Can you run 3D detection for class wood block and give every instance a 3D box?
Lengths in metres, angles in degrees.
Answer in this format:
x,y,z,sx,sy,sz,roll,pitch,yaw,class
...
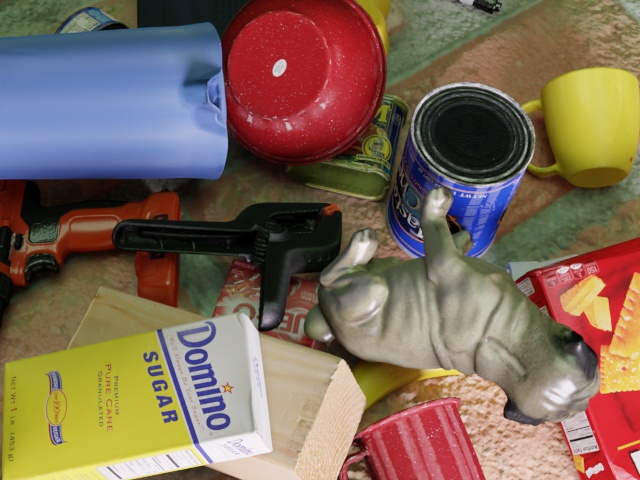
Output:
x,y,z,sx,sy,sz,roll,pitch,yaw,class
-0.082,0.114,0.797,0.206,0.090,0.090,14,66,23,wood block

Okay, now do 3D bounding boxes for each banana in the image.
x,y,z,sx,sy,sz,roll,pitch,yaw,class
0.097,0.109,0.887,0.197,0.037,0.069,-15,79,-12,banana

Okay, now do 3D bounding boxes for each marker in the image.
x,y,z,sx,sy,sz,roll,pitch,yaw,class
0.130,-0.261,1.103,0.121,0.020,0.020,23,61,7,marker

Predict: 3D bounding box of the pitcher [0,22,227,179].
x,y,z,sx,sy,sz,roll,pitch,yaw,class
-0.205,-0.110,0.891,0.242,0.149,0.145,-4,49,-17,pitcher

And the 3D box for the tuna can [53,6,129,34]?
x,y,z,sx,sy,sz,roll,pitch,yaw,class
-0.214,-0.171,0.984,0.034,0.086,0.086,35,64,15,tuna can

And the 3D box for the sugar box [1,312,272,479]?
x,y,z,sx,sy,sz,roll,pitch,yaw,class
-0.126,0.112,0.727,0.176,0.048,0.093,-15,58,7,sugar box

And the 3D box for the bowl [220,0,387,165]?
x,y,z,sx,sy,sz,roll,pitch,yaw,class
-0.027,-0.146,0.912,0.162,0.055,0.162,0,91,18,bowl

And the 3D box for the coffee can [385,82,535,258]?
x,y,z,sx,sy,sz,roll,pitch,yaw,class
0.116,-0.053,0.916,0.102,0.140,0.103,2,61,-4,coffee can

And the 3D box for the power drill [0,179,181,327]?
x,y,z,sx,sy,sz,roll,pitch,yaw,class
-0.213,0.020,0.894,0.187,0.057,0.184,3,61,-4,power drill

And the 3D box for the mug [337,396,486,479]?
x,y,z,sx,sy,sz,roll,pitch,yaw,class
0.069,0.178,0.812,0.117,0.093,0.081,-11,67,-25,mug

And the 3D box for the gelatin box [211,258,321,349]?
x,y,z,sx,sy,sz,roll,pitch,yaw,class
-0.043,0.063,0.901,0.089,0.030,0.073,16,61,4,gelatin box

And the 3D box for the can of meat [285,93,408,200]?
x,y,z,sx,sy,sz,roll,pitch,yaw,class
0.023,-0.091,0.978,0.102,0.057,0.084,12,63,2,can of meat

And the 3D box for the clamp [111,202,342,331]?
x,y,z,sx,sy,sz,roll,pitch,yaw,class
-0.056,0.001,0.878,0.165,0.036,0.209,25,27,21,clamp
